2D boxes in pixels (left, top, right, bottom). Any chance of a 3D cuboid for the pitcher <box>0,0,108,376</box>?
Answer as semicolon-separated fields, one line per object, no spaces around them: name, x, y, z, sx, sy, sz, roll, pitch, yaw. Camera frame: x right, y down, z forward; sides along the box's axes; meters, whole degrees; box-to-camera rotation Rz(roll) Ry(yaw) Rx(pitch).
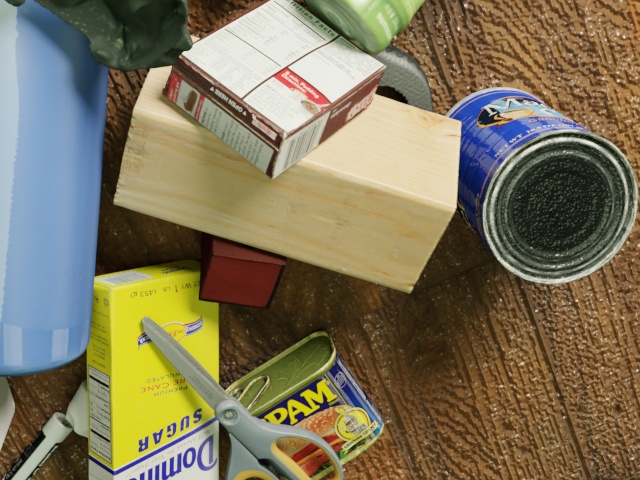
pitcher;-0.210;-0.044;0.679;0.144;0.149;0.243;-6;106;-38

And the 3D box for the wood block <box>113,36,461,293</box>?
wood block;-0.021;-0.051;0.708;0.206;0.090;0.090;17;135;-6

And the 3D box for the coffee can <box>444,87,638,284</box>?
coffee can;0.141;-0.042;0.735;0.102;0.140;0.103;-3;109;-8

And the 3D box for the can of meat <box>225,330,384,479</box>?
can of meat;-0.013;0.133;0.818;0.102;0.057;0.084;-32;113;4

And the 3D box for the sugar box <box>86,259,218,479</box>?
sugar box;-0.120;0.108;0.770;0.093;0.048;0.176;-10;105;-39

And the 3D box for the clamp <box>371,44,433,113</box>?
clamp;0.026;-0.124;0.745;0.171;0.039;0.120;34;105;-20

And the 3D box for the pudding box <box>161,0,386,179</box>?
pudding box;-0.027;-0.099;0.658;0.090;0.113;0.039;37;135;13

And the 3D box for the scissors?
scissors;-0.073;0.140;0.770;0.201;0.016;0.096;35;104;-21

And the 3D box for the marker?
marker;-0.233;0.182;0.822;0.020;0.020;0.121;37;100;-18

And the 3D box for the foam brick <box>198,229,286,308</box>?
foam brick;-0.055;0.001;0.747;0.053;0.078;0.051;8;136;-13
